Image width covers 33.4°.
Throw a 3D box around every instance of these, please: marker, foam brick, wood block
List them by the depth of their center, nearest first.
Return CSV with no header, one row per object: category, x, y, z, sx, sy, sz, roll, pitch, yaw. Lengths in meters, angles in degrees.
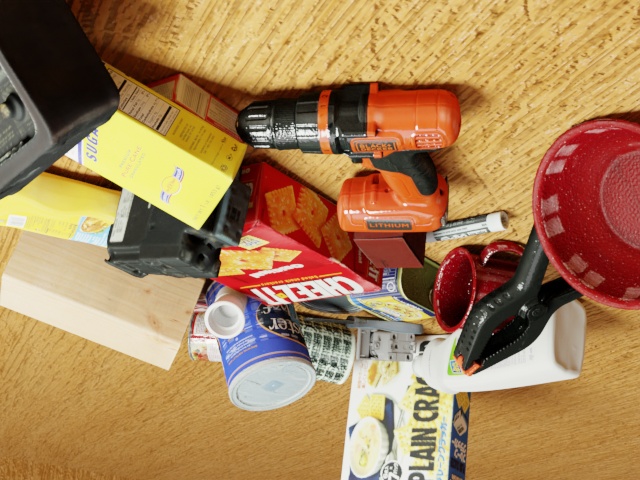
foam brick,0.071,-0.010,1.065,0.053,0.051,0.078,-1,157,21
marker,0.135,-0.010,1.088,0.121,0.020,0.020,-12,152,38
wood block,-0.247,0.058,1.208,0.206,0.090,0.091,22,149,-6

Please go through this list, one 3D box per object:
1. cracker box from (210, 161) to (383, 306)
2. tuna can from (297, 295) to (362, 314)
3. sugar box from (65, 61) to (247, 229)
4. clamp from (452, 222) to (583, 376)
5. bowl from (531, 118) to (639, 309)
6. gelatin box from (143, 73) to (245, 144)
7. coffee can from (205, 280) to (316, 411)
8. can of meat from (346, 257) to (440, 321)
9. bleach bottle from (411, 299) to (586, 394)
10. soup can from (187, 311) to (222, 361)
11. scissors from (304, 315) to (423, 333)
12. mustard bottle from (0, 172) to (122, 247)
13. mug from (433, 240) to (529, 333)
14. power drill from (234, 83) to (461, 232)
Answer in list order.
cracker box,-0.057,0.001,1.101,0.164,0.072,0.213,-9,154,36
tuna can,0.014,0.059,1.276,0.086,0.033,0.086,6,158,2
sugar box,-0.155,-0.085,0.870,0.176,0.048,0.093,27,145,-10
clamp,0.209,0.054,1.082,0.210,0.036,0.164,-43,134,13
bowl,0.258,-0.026,0.886,0.055,0.162,0.162,-20,179,-41
gelatin box,-0.118,-0.103,0.912,0.073,0.030,0.089,-9,153,36
coffee can,-0.072,0.113,1.251,0.102,0.140,0.103,-12,143,-10
can of meat,0.091,0.055,1.215,0.084,0.057,0.102,-11,152,42
bleach bottle,0.210,0.135,1.329,0.068,0.102,0.251,24,155,-33
soup can,-0.122,0.132,1.453,0.102,0.068,0.068,2,158,9
scissors,0.062,0.103,1.312,0.096,0.016,0.201,5,178,23
mustard bottle,-0.246,-0.029,1.097,0.191,0.058,0.096,14,156,-18
mug,0.183,0.049,1.151,0.081,0.093,0.117,9,122,-20
power drill,0.034,-0.068,0.921,0.184,0.057,0.187,1,158,13
